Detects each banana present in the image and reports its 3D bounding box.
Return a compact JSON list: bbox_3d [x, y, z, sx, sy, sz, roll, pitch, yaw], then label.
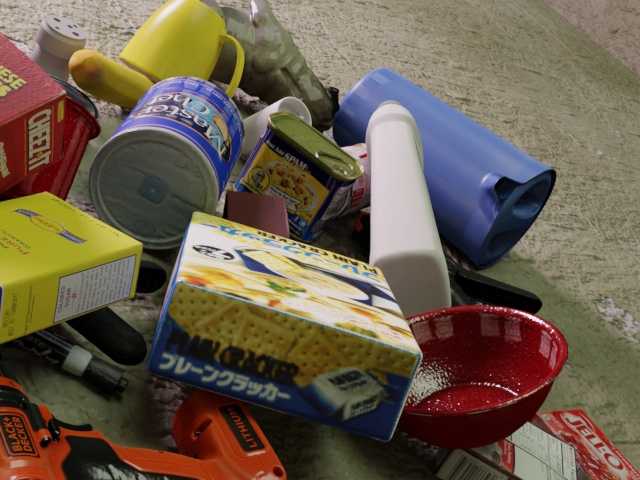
[{"bbox_3d":[-0.188,-0.149,0.995,0.070,0.037,0.197,6,-2,21],"label":"banana"}]

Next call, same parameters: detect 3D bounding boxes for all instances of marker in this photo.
[{"bbox_3d":[-0.178,0.065,0.683,0.121,0.020,0.020,30,25,-5],"label":"marker"}]

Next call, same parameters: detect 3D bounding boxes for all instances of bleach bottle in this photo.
[{"bbox_3d":[0.076,-0.041,1.010,0.068,0.102,0.251,-8,43,5],"label":"bleach bottle"}]

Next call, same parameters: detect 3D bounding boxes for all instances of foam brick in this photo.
[{"bbox_3d":[-0.056,0.001,0.886,0.053,0.051,0.078,7,31,-8],"label":"foam brick"}]

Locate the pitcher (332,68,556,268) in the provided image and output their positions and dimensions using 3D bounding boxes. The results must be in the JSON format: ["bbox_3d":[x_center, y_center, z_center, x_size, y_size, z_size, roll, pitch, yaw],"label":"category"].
[{"bbox_3d":[0.134,-0.085,1.210,0.243,0.149,0.144,40,41,23],"label":"pitcher"}]

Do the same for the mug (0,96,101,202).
[{"bbox_3d":[-0.224,-0.060,0.769,0.117,0.081,0.093,1,-24,39],"label":"mug"}]

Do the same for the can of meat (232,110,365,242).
[{"bbox_3d":[-0.023,-0.059,1.011,0.102,0.084,0.057,37,25,11],"label":"can of meat"}]

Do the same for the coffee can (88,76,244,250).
[{"bbox_3d":[-0.124,-0.068,0.889,0.102,0.103,0.140,29,25,-8],"label":"coffee can"}]

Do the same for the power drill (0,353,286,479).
[{"bbox_3d":[-0.126,0.114,0.611,0.187,0.057,0.185,9,30,-37],"label":"power drill"}]

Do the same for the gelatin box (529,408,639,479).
[{"bbox_3d":[0.224,0.184,0.912,0.073,0.030,0.089,6,36,-44],"label":"gelatin box"}]

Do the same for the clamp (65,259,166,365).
[{"bbox_3d":[-0.184,0.020,0.738,0.171,0.039,0.120,29,17,-4],"label":"clamp"}]

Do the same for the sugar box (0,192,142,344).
[{"bbox_3d":[-0.198,0.019,0.619,0.093,0.048,0.175,25,23,27],"label":"sugar box"}]

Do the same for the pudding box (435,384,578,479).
[{"bbox_3d":[0.148,0.173,0.837,0.113,0.039,0.090,32,24,-5],"label":"pudding box"}]

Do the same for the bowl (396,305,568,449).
[{"bbox_3d":[0.107,0.109,0.807,0.162,0.055,0.162,-10,22,4],"label":"bowl"}]

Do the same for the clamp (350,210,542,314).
[{"bbox_3d":[0.125,0.038,1.059,0.210,0.036,0.164,38,26,14],"label":"clamp"}]

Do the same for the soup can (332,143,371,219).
[{"bbox_3d":[0.024,-0.060,1.087,0.068,0.069,0.102,40,26,16],"label":"soup can"}]
